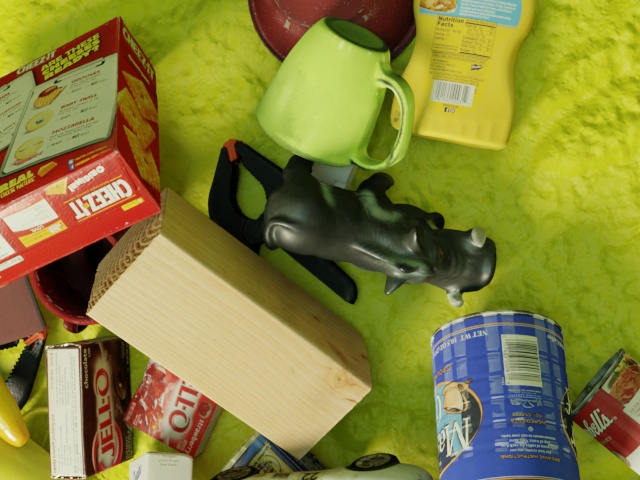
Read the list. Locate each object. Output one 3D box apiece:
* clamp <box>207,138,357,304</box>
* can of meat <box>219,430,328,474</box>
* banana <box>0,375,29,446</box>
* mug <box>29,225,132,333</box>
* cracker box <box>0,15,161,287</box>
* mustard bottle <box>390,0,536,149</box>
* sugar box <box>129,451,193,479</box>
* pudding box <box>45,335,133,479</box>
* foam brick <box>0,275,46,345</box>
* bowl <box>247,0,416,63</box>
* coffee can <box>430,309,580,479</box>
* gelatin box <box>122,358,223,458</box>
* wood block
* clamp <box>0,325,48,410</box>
[{"bbox_3d":[-0.056,0.001,0.904,0.120,0.039,0.171,-27,84,2],"label":"clamp"},{"bbox_3d":[-0.042,0.213,0.893,0.084,0.057,0.102,42,100,13],"label":"can of meat"},{"bbox_3d":[-0.306,0.087,0.904,0.037,0.070,0.198,-30,109,-23],"label":"banana"},{"bbox_3d":[-0.191,0.026,0.913,0.093,0.081,0.117,21,111,8],"label":"mug"},{"bbox_3d":[-0.213,-0.072,0.853,0.164,0.214,0.072,-25,127,9],"label":"cracker box"},{"bbox_3d":[0.120,-0.173,0.849,0.096,0.058,0.191,12,93,14],"label":"mustard bottle"},{"bbox_3d":[-0.135,0.266,0.873,0.048,0.093,0.176,9,71,-17],"label":"sugar box"},{"bbox_3d":[-0.197,0.141,0.915,0.039,0.090,0.113,-5,88,15],"label":"pudding box"},{"bbox_3d":[-0.275,0.044,0.918,0.051,0.078,0.053,-21,46,-15],"label":"foam brick"},{"bbox_3d":[0.008,-0.216,0.881,0.162,0.055,0.162,0,91,15],"label":"bowl"},{"bbox_3d":[0.137,0.136,0.795,0.103,0.102,0.140,-9,60,14],"label":"coffee can"},{"bbox_3d":[-0.120,0.132,0.926,0.073,0.030,0.089,26,97,13],"label":"gelatin box"},{"bbox_3d":[-0.068,0.065,0.833,0.206,0.090,0.091,38,107,-19],"label":"wood block"},{"bbox_3d":[-0.326,0.150,0.966,0.210,0.036,0.164,-31,106,3],"label":"clamp"}]
